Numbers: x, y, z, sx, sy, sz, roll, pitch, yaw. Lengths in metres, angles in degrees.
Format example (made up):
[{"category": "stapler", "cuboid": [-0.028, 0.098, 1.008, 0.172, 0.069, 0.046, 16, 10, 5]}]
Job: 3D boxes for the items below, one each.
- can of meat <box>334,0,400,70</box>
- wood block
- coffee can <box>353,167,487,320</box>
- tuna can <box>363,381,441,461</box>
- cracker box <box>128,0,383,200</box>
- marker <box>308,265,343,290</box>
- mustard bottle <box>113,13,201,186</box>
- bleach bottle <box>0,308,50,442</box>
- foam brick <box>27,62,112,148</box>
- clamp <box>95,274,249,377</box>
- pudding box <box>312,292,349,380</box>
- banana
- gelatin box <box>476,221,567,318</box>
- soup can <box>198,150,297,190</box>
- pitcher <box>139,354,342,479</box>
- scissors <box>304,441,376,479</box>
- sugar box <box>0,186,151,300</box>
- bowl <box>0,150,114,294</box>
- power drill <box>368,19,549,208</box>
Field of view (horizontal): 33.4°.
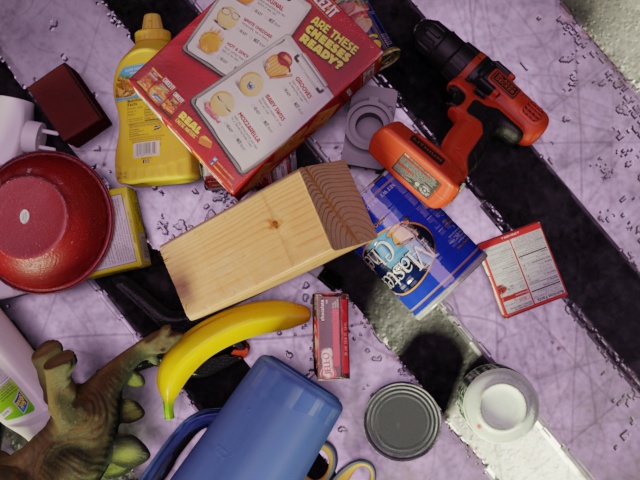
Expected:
[{"category": "can of meat", "cuboid": [0.025, -0.219, 1.190, 0.102, 0.057, 0.084, -29, 83, 1]}, {"category": "wood block", "cuboid": [-0.058, 0.002, 1.119, 0.206, 0.090, 0.091, -26, 84, 34]}, {"category": "coffee can", "cuboid": [0.095, 0.001, 1.150, 0.103, 0.103, 0.140, -43, 85, 0]}, {"category": "tuna can", "cuboid": [0.090, 0.198, 1.175, 0.086, 0.034, 0.086, 0, 87, 3]}, {"category": "cracker box", "cuboid": [-0.066, -0.174, 1.122, 0.213, 0.072, 0.164, -43, 84, -3]}, {"category": "marker", "cuboid": [-0.025, 0.017, 1.198, 0.121, 0.020, 0.020, 36, 89, 5]}, {"category": "mustard bottle", "cuboid": [-0.185, -0.159, 1.195, 0.096, 0.058, 0.191, -5, 86, 22]}, {"category": "bleach bottle", "cuboid": [-0.351, 0.153, 1.183, 0.103, 0.068, 0.251, -38, 92, 35]}, {"category": "foam brick", "cuboid": [-0.282, -0.151, 1.205, 0.051, 0.053, 0.078, -35, 85, 1]}, {"category": "clamp", "cuboid": [-0.168, 0.118, 1.192, 0.171, 0.039, 0.120, 19, 103, 1]}, {"category": "pudding box", "cuboid": [0.011, 0.101, 1.144, 0.039, 0.113, 0.090, 0, 87, 0]}, {"category": "banana", "cuboid": [-0.106, 0.112, 1.158, 0.198, 0.037, 0.069, -35, 119, -1]}, {"category": "gelatin box", "cuboid": [0.221, 0.033, 1.178, 0.073, 0.030, 0.089, -21, 86, 1]}, {"category": "soup can", "cuboid": [-0.079, -0.091, 1.183, 0.102, 0.068, 0.068, -5, 87, 3]}, {"category": "pitcher", "cuboid": [-0.090, 0.244, 1.144, 0.149, 0.145, 0.243, 33, 85, -8]}, {"category": "scissors", "cuboid": [-0.026, 0.305, 1.184, 0.202, 0.016, 0.096, -42, 85, 0]}, {"category": "sugar box", "cuboid": [-0.288, 0.004, 1.202, 0.176, 0.048, 0.093, -13, 86, 6]}, {"category": "bowl", "cuboid": [-0.308, -0.022, 1.154, 0.162, 0.055, 0.162, 0, 86, 6]}, {"category": "power drill", "cuboid": [0.135, -0.137, 1.139, 0.184, 0.057, 0.187, 41, 59, 5]}]
